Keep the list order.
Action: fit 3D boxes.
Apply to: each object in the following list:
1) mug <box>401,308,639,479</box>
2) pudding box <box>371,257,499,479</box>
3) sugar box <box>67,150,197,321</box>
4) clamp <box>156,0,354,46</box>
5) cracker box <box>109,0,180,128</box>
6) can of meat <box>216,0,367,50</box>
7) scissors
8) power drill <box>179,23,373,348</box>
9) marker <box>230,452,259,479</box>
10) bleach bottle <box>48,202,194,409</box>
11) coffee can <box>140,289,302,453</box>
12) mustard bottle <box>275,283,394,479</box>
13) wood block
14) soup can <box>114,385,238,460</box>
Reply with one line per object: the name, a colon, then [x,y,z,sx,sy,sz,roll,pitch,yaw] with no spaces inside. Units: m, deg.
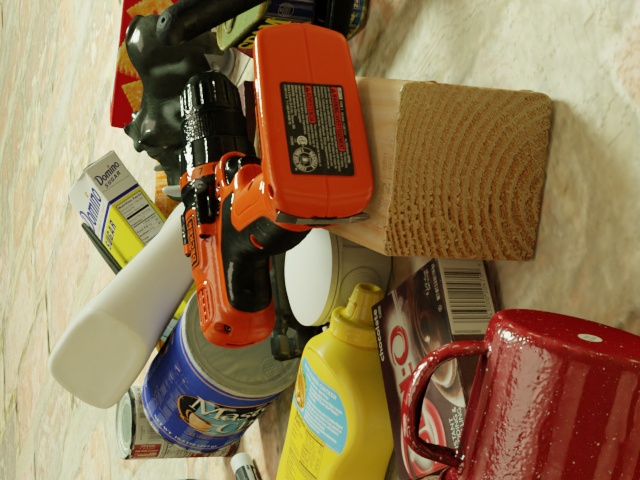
mug: [0.093,0.076,0.463,0.093,0.117,0.081,-92,14,-82]
pudding box: [0.069,0.075,0.606,0.090,0.039,0.113,135,133,-58]
sugar box: [-0.179,0.003,1.066,0.176,0.048,0.093,50,152,-2]
clamp: [-0.003,-0.184,0.684,0.036,0.164,0.210,51,120,32]
cracker box: [-0.182,-0.237,1.157,0.164,0.072,0.214,-115,34,-71]
can of meat: [-0.022,-0.174,0.791,0.102,0.083,0.057,160,111,-65]
scissors: [-0.163,0.065,1.050,0.096,0.016,0.201,-8,115,52]
power drill: [-0.036,-0.046,0.616,0.188,0.057,0.184,134,129,-62]
marker: [-0.052,0.226,0.894,0.121,0.020,0.020,-120,40,-51]
bleach bottle: [-0.139,0.031,0.932,0.103,0.068,0.250,-51,5,35]
coffee can: [-0.080,0.103,0.870,0.140,0.102,0.103,128,139,-53]
mustard bottle: [0.014,0.119,0.705,0.096,0.058,0.192,-138,54,-59]
wood block: [0.037,-0.051,0.632,0.206,0.090,0.090,-155,69,-66]
soup can: [-0.132,0.167,0.983,0.069,0.102,0.068,-177,90,-67]
